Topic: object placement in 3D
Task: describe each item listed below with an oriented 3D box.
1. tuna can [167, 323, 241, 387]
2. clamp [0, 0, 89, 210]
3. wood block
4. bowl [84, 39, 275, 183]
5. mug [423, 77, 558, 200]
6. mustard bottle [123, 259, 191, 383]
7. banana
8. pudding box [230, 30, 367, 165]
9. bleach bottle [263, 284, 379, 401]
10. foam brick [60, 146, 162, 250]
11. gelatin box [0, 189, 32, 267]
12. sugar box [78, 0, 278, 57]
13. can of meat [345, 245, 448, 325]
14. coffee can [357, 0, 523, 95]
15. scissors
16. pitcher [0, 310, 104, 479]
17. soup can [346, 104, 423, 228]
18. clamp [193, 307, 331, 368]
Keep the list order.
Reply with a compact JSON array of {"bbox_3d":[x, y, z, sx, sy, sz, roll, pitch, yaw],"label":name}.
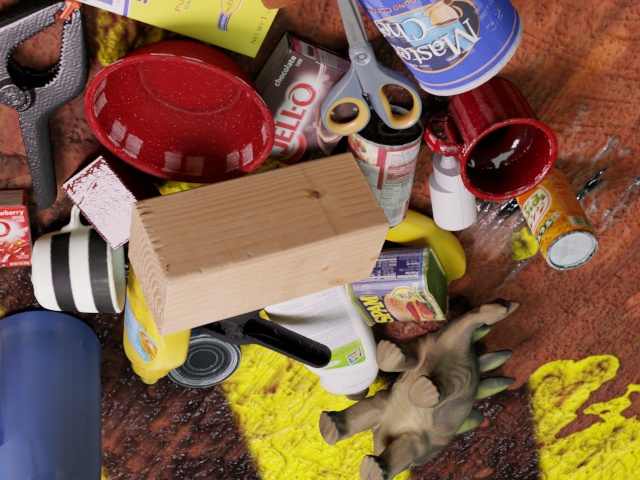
[{"bbox_3d":[-0.128,0.119,1.146,0.086,0.034,0.086,-7,132,-8],"label":"tuna can"},{"bbox_3d":[-0.250,-0.120,0.899,0.164,0.036,0.210,33,118,-31],"label":"clamp"},{"bbox_3d":[-0.056,0.001,0.943,0.205,0.091,0.090,-15,150,-21],"label":"wood block"},{"bbox_3d":[-0.115,-0.118,0.905,0.162,0.055,0.162,5,145,3],"label":"bowl"},{"bbox_3d":[0.152,-0.097,0.993,0.117,0.081,0.093,-2,131,-13],"label":"mug"},{"bbox_3d":[-0.160,0.072,1.053,0.058,0.096,0.192,-13,137,-30],"label":"mustard bottle"},{"bbox_3d":[0.090,0.000,1.095,0.197,0.037,0.070,32,117,-34],"label":"banana"},{"bbox_3d":[-0.018,-0.121,0.957,0.089,0.039,0.114,17,125,-27],"label":"pudding box"},{"bbox_3d":[0.001,0.095,1.141,0.102,0.068,0.250,-18,135,5],"label":"bleach bottle"},{"bbox_3d":[-0.184,-0.041,0.959,0.051,0.053,0.078,-34,105,15],"label":"foam brick"},{"bbox_3d":[-0.314,-0.009,0.987,0.089,0.030,0.073,-3,131,-12],"label":"gelatin box"},{"bbox_3d":[-0.116,-0.216,0.844,0.176,0.048,0.093,12,127,-25],"label":"sugar box"},{"bbox_3d":[0.080,0.046,1.090,0.084,0.057,0.102,-4,152,19],"label":"can of meat"},{"bbox_3d":[0.089,-0.202,0.870,0.103,0.103,0.140,-33,130,15],"label":"coffee can"},{"bbox_3d":[0.019,-0.143,0.880,0.096,0.016,0.201,-21,146,20],"label":"scissors"},{"bbox_3d":[-0.280,0.188,1.027,0.149,0.243,0.145,-4,130,-12],"label":"pitcher"},{"bbox_3d":[0.056,-0.068,1.004,0.068,0.068,0.102,-3,132,-12],"label":"soup can"},{"bbox_3d":[-0.079,0.073,1.049,0.172,0.039,0.120,8,141,33],"label":"clamp"}]
